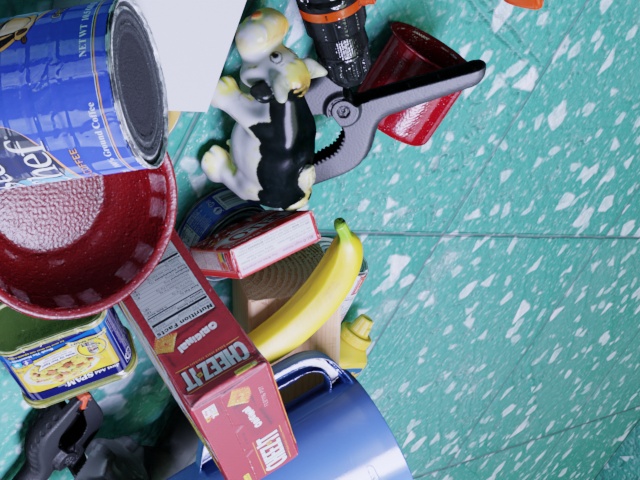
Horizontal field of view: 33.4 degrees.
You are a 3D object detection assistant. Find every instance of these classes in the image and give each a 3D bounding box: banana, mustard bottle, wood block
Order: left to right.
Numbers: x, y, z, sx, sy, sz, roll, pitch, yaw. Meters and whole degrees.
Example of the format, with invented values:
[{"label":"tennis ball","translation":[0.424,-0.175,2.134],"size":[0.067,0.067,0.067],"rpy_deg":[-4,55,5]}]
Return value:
[{"label":"wood block","translation":[-0.035,0.116,1.055],"size":[0.090,0.090,0.206],"rpy_deg":[-6,121,-14]},{"label":"banana","translation":[-0.020,0.056,0.942],"size":[0.069,0.037,0.198],"rpy_deg":[22,117,-36]},{"label":"mustard bottle","translation":[0.003,0.167,1.267],"size":[0.192,0.058,0.096],"rpy_deg":[-56,150,14]}]

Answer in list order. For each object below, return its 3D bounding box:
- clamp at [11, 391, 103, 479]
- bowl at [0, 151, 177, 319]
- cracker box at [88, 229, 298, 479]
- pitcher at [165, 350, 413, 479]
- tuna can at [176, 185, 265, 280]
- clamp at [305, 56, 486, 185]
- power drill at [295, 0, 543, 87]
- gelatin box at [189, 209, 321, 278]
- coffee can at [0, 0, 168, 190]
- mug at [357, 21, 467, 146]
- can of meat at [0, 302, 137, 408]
[{"label":"clamp","translation":[-0.242,0.198,1.010],"size":[0.120,0.039,0.172],"rpy_deg":[-16,142,-59]},{"label":"bowl","translation":[-0.186,-0.028,0.764],"size":[0.161,0.055,0.162],"rpy_deg":[-11,110,-33]},{"label":"cracker box","translation":[-0.106,0.075,0.858],"size":[0.072,0.214,0.164],"rpy_deg":[-31,147,-12]},{"label":"pitcher","translation":[-0.050,0.219,0.962],"size":[0.242,0.149,0.145],"rpy_deg":[-27,155,-12]},{"label":"tuna can","translation":[-0.088,-0.006,0.971],"size":[0.086,0.034,0.086],"rpy_deg":[-32,147,-25]},{"label":"clamp","translation":[0.030,-0.118,0.923],"size":[0.164,0.036,0.210],"rpy_deg":[26,117,-14]},{"label":"power drill","translation":[0.069,-0.200,0.799],"size":[0.188,0.057,0.184],"rpy_deg":[-5,134,14]},{"label":"gelatin box","translation":[-0.056,0.001,0.911],"size":[0.089,0.073,0.030],"rpy_deg":[-27,106,-30]},{"label":"coffee can","translation":[-0.173,-0.083,0.637],"size":[0.140,0.103,0.103],"rpy_deg":[-7,148,8]},{"label":"mug","translation":[0.085,-0.146,0.992],"size":[0.082,0.093,0.117],"rpy_deg":[-57,-174,25]},{"label":"can of meat","translation":[-0.211,0.082,0.873],"size":[0.102,0.057,0.084],"rpy_deg":[-20,143,-5]}]
